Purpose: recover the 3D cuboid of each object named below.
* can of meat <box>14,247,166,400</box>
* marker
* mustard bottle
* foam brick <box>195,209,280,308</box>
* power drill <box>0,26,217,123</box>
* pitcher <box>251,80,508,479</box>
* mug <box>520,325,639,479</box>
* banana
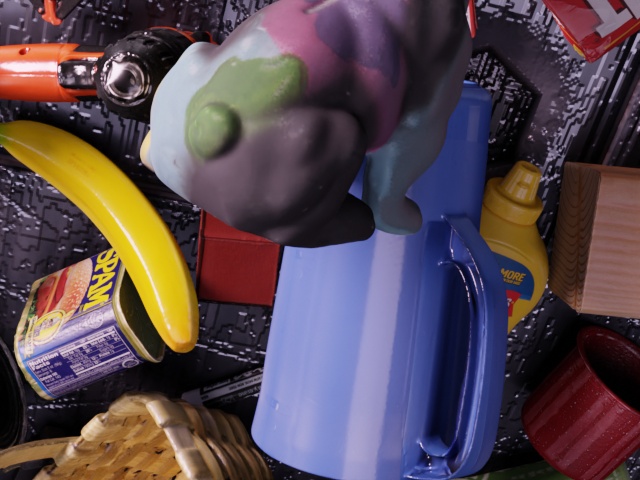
[{"bbox_3d":[-0.151,0.051,0.717,0.084,0.102,0.057,-23,120,13],"label":"can of meat"},{"bbox_3d":[-0.046,0.105,0.801,0.121,0.020,0.020,-20,120,8],"label":"marker"},{"bbox_3d":[0.103,0.030,0.741,0.096,0.058,0.192,20,117,-6],"label":"mustard bottle"},{"bbox_3d":[-0.055,0.001,0.705,0.051,0.078,0.053,4,123,-6],"label":"foam brick"},{"bbox_3d":[-0.151,-0.091,0.596,0.187,0.184,0.057,2,99,5],"label":"power drill"},{"bbox_3d":[0.043,0.020,0.655,0.149,0.145,0.243,9,101,6],"label":"pitcher"},{"bbox_3d":[0.211,0.124,0.795,0.117,0.093,0.082,-1,135,-46],"label":"mug"},{"bbox_3d":[-0.137,-0.013,0.679,0.198,0.069,0.037,44,139,5],"label":"banana"}]
